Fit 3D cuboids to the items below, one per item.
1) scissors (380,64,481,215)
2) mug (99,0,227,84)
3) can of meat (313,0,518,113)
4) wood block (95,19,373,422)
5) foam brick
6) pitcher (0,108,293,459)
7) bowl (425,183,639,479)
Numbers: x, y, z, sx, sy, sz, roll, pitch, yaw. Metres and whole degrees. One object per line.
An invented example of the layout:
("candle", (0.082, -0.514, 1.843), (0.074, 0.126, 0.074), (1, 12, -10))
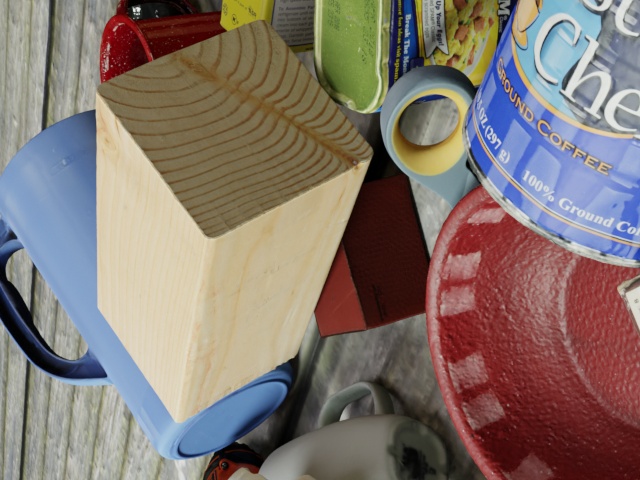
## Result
("scissors", (0.054, -0.013, 0.498), (0.202, 0.096, 0.016), (115, 153, -44))
("mug", (-0.093, -0.115, 0.700), (0.117, 0.081, 0.093), (65, 148, 17))
("can of meat", (0.046, -0.110, 0.469), (0.058, 0.083, 0.102), (33, 130, 49))
("wood block", (-0.053, 0.000, 0.541), (0.091, 0.090, 0.206), (52, 154, 19))
("foam brick", (0.023, 0.009, 0.589), (0.051, 0.052, 0.078), (-16, 88, 60))
("pitcher", (-0.133, 0.038, 0.769), (0.243, 0.144, 0.149), (55, 132, 24))
("bowl", (0.115, 0.046, 0.448), (0.162, 0.055, 0.162), (31, 128, 50))
